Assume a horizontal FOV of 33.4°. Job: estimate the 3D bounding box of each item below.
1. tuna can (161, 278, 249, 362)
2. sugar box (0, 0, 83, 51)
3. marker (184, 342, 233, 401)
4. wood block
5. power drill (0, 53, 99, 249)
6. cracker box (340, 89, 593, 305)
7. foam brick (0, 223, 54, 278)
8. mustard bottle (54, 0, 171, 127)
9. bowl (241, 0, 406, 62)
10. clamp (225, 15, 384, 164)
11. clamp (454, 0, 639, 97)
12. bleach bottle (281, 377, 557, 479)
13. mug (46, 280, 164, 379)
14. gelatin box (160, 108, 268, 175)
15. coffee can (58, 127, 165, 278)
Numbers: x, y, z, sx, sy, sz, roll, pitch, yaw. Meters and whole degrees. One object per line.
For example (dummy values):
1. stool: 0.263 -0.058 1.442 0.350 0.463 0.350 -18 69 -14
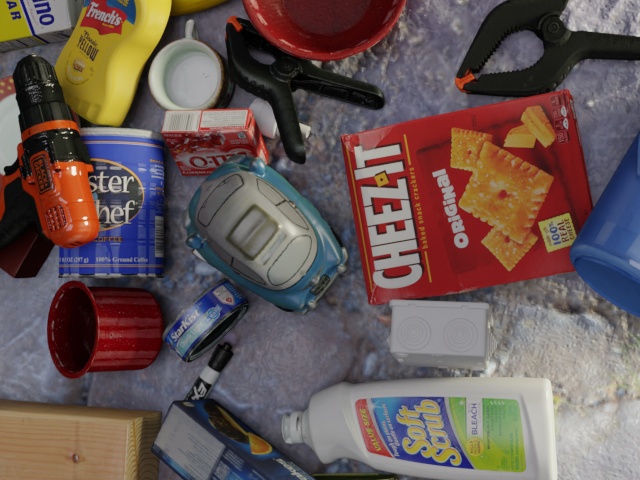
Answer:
1. tuna can: -0.109 0.077 1.023 0.086 0.086 0.034 -45 82 7
2. sugar box: -0.336 -0.244 1.103 0.176 0.048 0.093 -9 86 13
3. marker: -0.122 0.154 1.056 0.020 0.020 0.121 32 94 11
4. wood block: -0.271 0.210 1.051 0.206 0.090 0.091 3 87 12
5. power drill: -0.298 -0.060 1.003 0.188 0.057 0.184 -23 77 30
6. cracker box: 0.138 -0.037 0.981 0.214 0.072 0.164 -10 87 12
7. foam brick: -0.318 -0.003 1.088 0.078 0.051 0.053 33 94 11
8. mustard bottle: -0.194 -0.213 1.038 0.096 0.058 0.192 43 114 34
9. bowl: 0.005 -0.246 1.019 0.162 0.055 0.162 0 88 3
10. clamp: -0.036 -0.147 1.020 0.171 0.039 0.120 35 54 14
11. clamp: 0.215 -0.205 0.988 0.210 0.036 0.164 -23 84 11
12. bleach bottle: 0.088 0.179 0.990 0.251 0.068 0.102 -4 87 14
13. mug: -0.213 0.091 1.039 0.117 0.081 0.093 -37 62 38
14. gelatin box: -0.101 -0.094 1.032 0.089 0.073 0.030 0 59 12
15. coffee can: -0.203 -0.033 1.038 0.103 0.102 0.140 0 88 12
